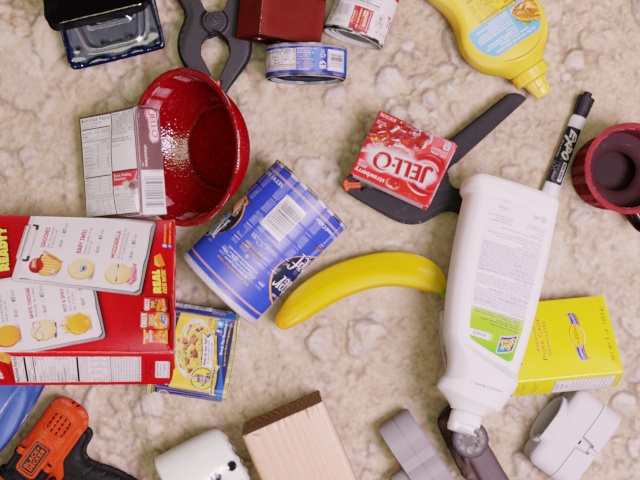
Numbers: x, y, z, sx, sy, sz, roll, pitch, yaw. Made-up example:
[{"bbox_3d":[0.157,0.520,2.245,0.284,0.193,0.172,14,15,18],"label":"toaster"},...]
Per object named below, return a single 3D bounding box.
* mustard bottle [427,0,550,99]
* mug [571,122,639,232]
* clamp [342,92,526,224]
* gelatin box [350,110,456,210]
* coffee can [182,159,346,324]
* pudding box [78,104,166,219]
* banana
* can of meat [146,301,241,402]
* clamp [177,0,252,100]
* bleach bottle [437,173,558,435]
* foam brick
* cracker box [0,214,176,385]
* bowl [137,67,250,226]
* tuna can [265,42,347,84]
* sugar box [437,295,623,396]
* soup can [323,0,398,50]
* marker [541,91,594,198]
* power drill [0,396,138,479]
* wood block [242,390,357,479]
[{"bbox_3d":[0.184,-0.233,1.126,0.096,0.058,0.191,-34,91,-6],"label":"mustard bottle"},{"bbox_3d":[0.317,-0.063,1.119,0.093,0.081,0.117,-28,91,-1],"label":"mug"},{"bbox_3d":[0.129,-0.077,1.137,0.210,0.036,0.164,2,91,-1],"label":"clamp"},{"bbox_3d":[0.086,-0.083,1.104,0.089,0.030,0.073,25,86,5],"label":"gelatin box"},{"bbox_3d":[-0.057,0.001,1.100,0.103,0.103,0.140,44,89,-1],"label":"coffee can"},{"bbox_3d":[-0.206,-0.078,1.107,0.090,0.039,0.113,-4,89,40],"label":"pudding box"},{"bbox_3d":[0.046,0.048,1.128,0.198,0.037,0.069,-8,62,5],"label":"banana"},{"bbox_3d":[-0.132,0.116,1.123,0.084,0.057,0.102,9,90,-3],"label":"can of meat"},{"bbox_3d":[-0.103,-0.236,1.131,0.120,0.039,0.171,-10,91,1],"label":"clamp"},{"bbox_3d":[0.163,0.067,1.066,0.102,0.068,0.251,17,78,-5],"label":"bleach bottle"},{"bbox_3d":[-0.042,-0.230,1.108,0.078,0.053,0.051,4,91,-34],"label":"foam brick"},{"bbox_3d":[-0.249,0.058,1.043,0.213,0.072,0.164,1,52,-8],"label":"cracker box"},{"bbox_3d":[-0.124,-0.095,1.099,0.162,0.055,0.162,4,96,39],"label":"bowl"},{"bbox_3d":[-0.015,-0.183,1.108,0.086,0.086,0.034,1,92,-1],"label":"tuna can"},{"bbox_3d":[0.217,0.113,1.119,0.176,0.048,0.093,-5,59,-4],"label":"sugar box"},{"bbox_3d":[0.049,-0.259,1.118,0.068,0.068,0.102,19,91,-2],"label":"soup can"},{"bbox_3d":[0.267,-0.103,1.148,0.020,0.020,0.121,21,90,-2],"label":"marker"},{"bbox_3d":[-0.256,0.285,1.121,0.187,0.057,0.184,35,90,-1],"label":"power drill"},{"bbox_3d":[0.000,0.273,1.111,0.091,0.090,0.206,-23,91,-2],"label":"wood block"}]
